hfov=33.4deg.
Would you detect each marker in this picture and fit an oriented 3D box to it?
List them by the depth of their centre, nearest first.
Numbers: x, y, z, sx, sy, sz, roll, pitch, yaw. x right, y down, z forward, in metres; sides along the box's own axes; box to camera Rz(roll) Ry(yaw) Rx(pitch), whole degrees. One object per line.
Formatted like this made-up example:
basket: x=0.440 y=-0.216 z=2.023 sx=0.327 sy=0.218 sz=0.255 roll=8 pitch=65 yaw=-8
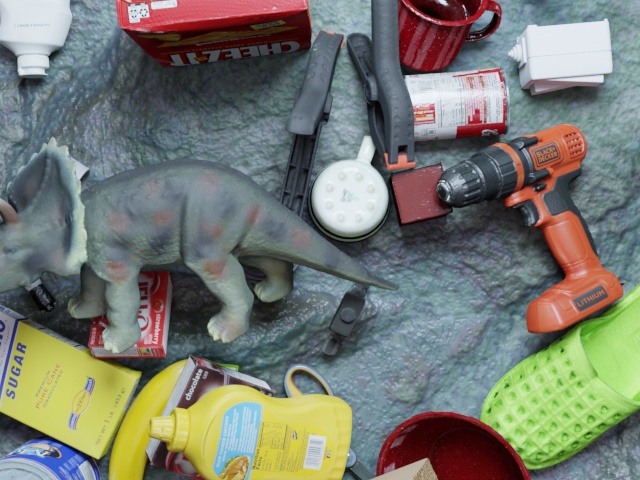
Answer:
marker: x=-0.310 y=0.022 z=1.091 sx=0.020 sy=0.020 sz=0.121 roll=-35 pitch=89 yaw=0

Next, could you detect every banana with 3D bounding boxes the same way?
banana: x=-0.166 y=0.190 z=1.078 sx=0.069 sy=0.037 sz=0.198 roll=37 pitch=90 yaw=2

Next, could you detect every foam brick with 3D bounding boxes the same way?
foam brick: x=0.098 y=-0.045 z=1.059 sx=0.051 sy=0.078 sz=0.053 roll=-13 pitch=88 yaw=2

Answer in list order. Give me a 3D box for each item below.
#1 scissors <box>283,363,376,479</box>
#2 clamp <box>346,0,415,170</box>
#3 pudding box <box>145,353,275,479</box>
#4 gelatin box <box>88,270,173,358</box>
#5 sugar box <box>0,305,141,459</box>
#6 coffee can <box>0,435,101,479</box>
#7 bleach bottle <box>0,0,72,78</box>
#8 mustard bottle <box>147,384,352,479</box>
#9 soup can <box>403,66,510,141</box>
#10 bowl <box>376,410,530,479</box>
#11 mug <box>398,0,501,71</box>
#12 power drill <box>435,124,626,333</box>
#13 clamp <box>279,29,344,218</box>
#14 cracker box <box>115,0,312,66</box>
scissors: x=0.006 y=0.223 z=1.086 sx=0.096 sy=0.016 sz=0.202 roll=-28 pitch=89 yaw=2
clamp: x=0.059 y=-0.150 z=1.039 sx=0.039 sy=0.120 sz=0.171 roll=-6 pitch=86 yaw=-8
pudding box: x=-0.110 y=0.180 z=1.059 sx=0.090 sy=0.039 sz=0.113 roll=23 pitch=92 yaw=-25
gelatin box: x=-0.188 y=0.073 z=1.065 sx=0.073 sy=0.030 sz=0.089 roll=0 pitch=57 yaw=2
sugar box: x=-0.279 y=0.140 z=1.076 sx=0.176 sy=0.048 sz=0.093 roll=25 pitch=89 yaw=0
coffee can: x=-0.276 y=0.249 z=1.026 sx=0.103 sy=0.140 sz=0.103 roll=0 pitch=89 yaw=0
bleach bottle: x=-0.305 y=-0.291 z=1.077 sx=0.102 sy=0.068 sz=0.251 roll=-3 pitch=91 yaw=1
mustard bottle: x=-0.069 y=0.188 z=1.020 sx=0.191 sy=0.058 sz=0.096 roll=10 pitch=96 yaw=-20
soup can: x=0.133 y=-0.135 z=1.065 sx=0.102 sy=0.068 sz=0.068 roll=-5 pitch=89 yaw=1
bowl: x=0.138 y=0.235 z=1.046 sx=0.162 sy=0.055 sz=0.162 roll=7 pitch=106 yaw=27
mug: x=0.120 y=-0.220 z=1.049 sx=0.117 sy=0.082 sz=0.093 roll=2 pitch=60 yaw=-12
power drill: x=0.209 y=-0.009 z=1.036 sx=0.184 sy=0.057 sz=0.187 roll=-21 pitch=93 yaw=-29
clamp: x=-0.008 y=-0.131 z=1.027 sx=0.036 sy=0.165 sz=0.210 roll=13 pitch=62 yaw=1
cracker box: x=-0.092 y=-0.216 z=0.996 sx=0.164 sy=0.213 sz=0.072 roll=-6 pitch=91 yaw=1
